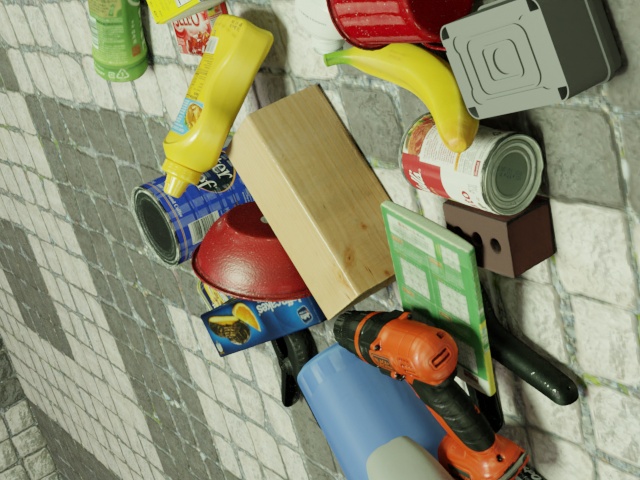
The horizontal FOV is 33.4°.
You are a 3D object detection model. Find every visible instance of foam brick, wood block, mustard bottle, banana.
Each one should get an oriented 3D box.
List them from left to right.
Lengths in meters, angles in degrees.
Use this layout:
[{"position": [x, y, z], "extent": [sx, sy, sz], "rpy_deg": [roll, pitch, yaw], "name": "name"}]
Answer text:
[{"position": [-0.114, -0.134, 1.094], "extent": [0.191, 0.058, 0.096], "rpy_deg": [-65, 26, 3], "name": "mustard bottle"}, {"position": [0.002, -0.038, 1.070], "extent": [0.206, 0.090, 0.091], "rpy_deg": [58, 153, 7], "name": "wood block"}, {"position": [0.080, -0.125, 0.873], "extent": [0.198, 0.069, 0.037], "rpy_deg": [41, 163, 48], "name": "banana"}, {"position": [0.147, -0.010, 0.886], "extent": [0.078, 0.051, 0.053], "rpy_deg": [21, 132, 52], "name": "foam brick"}]

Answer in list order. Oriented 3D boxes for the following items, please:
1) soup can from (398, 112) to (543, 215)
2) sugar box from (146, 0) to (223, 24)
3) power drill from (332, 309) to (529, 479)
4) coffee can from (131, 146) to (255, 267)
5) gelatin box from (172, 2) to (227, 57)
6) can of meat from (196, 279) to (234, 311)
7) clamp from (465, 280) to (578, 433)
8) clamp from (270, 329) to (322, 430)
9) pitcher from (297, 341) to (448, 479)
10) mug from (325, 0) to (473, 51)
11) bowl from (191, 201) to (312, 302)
[{"position": [0.121, -0.063, 0.865], "extent": [0.102, 0.068, 0.068], "rpy_deg": [23, 134, 51], "name": "soup can"}, {"position": [-0.097, -0.260, 1.038], "extent": [0.177, 0.093, 0.048], "rpy_deg": [-8, 107, 61], "name": "sugar box"}, {"position": [0.099, 0.144, 0.998], "extent": [0.187, 0.057, 0.185], "rpy_deg": [52, 164, -19], "name": "power drill"}, {"position": [-0.134, -0.043, 1.244], "extent": [0.103, 0.140, 0.103], "rpy_deg": [41, 146, 35], "name": "coffee can"}, {"position": [-0.135, -0.242, 1.185], "extent": [0.089, 0.030, 0.073], "rpy_deg": [23, 134, 50], "name": "gelatin box"}, {"position": [-0.108, 0.072, 1.396], "extent": [0.102, 0.057, 0.084], "rpy_deg": [58, 150, 7], "name": "can of meat"}, {"position": [0.140, 0.090, 1.006], "extent": [0.210, 0.036, 0.165], "rpy_deg": [53, 153, 14], "name": "clamp"}, {"position": [-0.026, 0.161, 1.354], "extent": [0.120, 0.039, 0.171], "rpy_deg": [23, 133, 49], "name": "clamp"}, {"position": [0.079, 0.223, 1.150], "extent": [0.243, 0.144, 0.149], "rpy_deg": [59, 139, 15], "name": "pitcher"}, {"position": [0.072, -0.187, 0.832], "extent": [0.082, 0.093, 0.117], "rpy_deg": [12, 156, 51], "name": "mug"}, {"position": [-0.057, 0.001, 1.143], "extent": [0.162, 0.161, 0.055], "rpy_deg": [34, 130, 43], "name": "bowl"}]
